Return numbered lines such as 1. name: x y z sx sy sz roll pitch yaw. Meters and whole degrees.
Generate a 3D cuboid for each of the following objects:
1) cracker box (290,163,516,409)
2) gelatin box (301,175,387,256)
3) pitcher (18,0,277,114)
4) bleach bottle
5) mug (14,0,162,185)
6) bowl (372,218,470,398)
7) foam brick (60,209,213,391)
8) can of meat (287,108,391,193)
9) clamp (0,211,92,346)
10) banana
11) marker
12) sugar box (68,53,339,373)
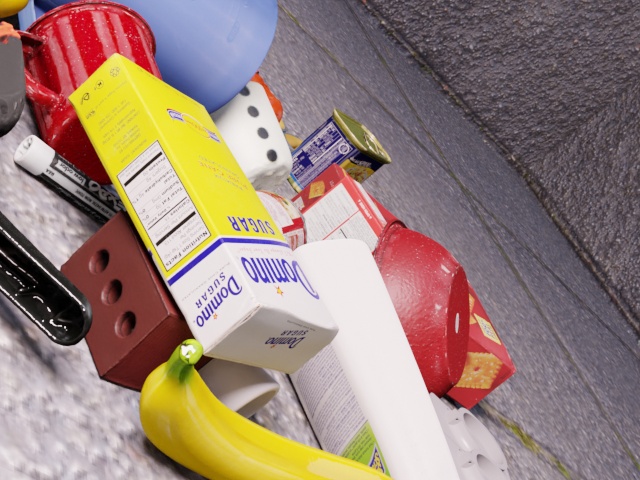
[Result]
1. cracker box: 0.077 0.043 1.015 0.213 0.072 0.164 39 17 -34
2. gelatin box: 0.012 0.003 0.886 0.030 0.089 0.073 28 26 -57
3. pitcher: -0.154 -0.184 0.745 0.242 0.145 0.149 32 25 -45
4. bleach bottle: 0.035 0.123 0.673 0.068 0.103 0.251 -5 53 -24
5. mug: -0.146 -0.093 0.663 0.117 0.093 0.081 25 33 -48
6. bowl: 0.080 0.064 0.823 0.162 0.055 0.162 2 90 -71
7. foam brick: -0.094 0.034 0.565 0.051 0.053 0.078 31 22 -52
8. can of meat: 0.015 -0.083 1.125 0.057 0.084 0.102 55 15 20
9. clamp: -0.181 -0.021 0.473 0.172 0.039 0.120 48 13 28
10. banana: -0.029 0.109 0.545 0.197 0.070 0.037 39 53 -41
11. marker: -0.134 -0.022 0.653 0.121 0.020 0.020 39 18 -35
12. sugar box: -0.063 -0.014 0.578 0.176 0.048 0.093 55 14 26
